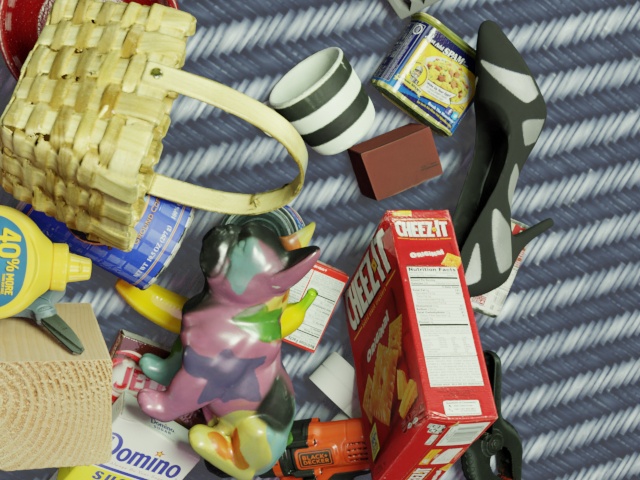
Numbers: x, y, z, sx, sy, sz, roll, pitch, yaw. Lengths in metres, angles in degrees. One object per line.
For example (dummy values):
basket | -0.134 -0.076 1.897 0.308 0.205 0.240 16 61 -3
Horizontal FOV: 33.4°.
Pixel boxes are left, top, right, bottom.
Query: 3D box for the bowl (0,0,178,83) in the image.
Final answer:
bowl | -0.210 -0.192 0.967 0.162 0.055 0.162 -3 100 -16

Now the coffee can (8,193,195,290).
coffee can | -0.199 -0.032 0.972 0.140 0.103 0.103 31 89 -19

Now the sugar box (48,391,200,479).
sugar box | -0.204 0.237 1.023 0.093 0.048 0.176 35 107 -20

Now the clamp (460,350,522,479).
clamp | 0.180 0.204 1.153 0.120 0.039 0.171 -45 123 -13

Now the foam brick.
foam brick | 0.074 -0.080 1.074 0.078 0.051 0.053 -22 106 -12

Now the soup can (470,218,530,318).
soup can | 0.172 0.022 1.111 0.068 0.069 0.102 21 93 -19

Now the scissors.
scissors | -0.257 0.066 0.920 0.096 0.202 0.016 -11 110 -12

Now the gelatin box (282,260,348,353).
gelatin box | -0.024 0.060 1.079 0.073 0.030 0.089 23 95 -19

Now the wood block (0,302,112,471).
wood block | -0.237 0.120 0.932 0.090 0.206 0.090 -1 99 -17

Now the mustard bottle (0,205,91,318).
mustard bottle | -0.289 0.017 0.889 0.191 0.058 0.096 5 88 -18

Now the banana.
banana | -0.100 0.069 1.035 0.198 0.037 0.070 3 109 5

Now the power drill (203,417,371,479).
power drill | -0.014 0.271 1.087 0.184 0.057 0.187 -9 110 11

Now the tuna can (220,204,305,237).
tuna can | -0.057 0.001 1.037 0.086 0.033 0.086 0 89 12

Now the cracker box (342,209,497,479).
cracker box | 0.083 0.102 0.997 0.072 0.164 0.214 1 57 -17

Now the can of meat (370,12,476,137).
can of meat | 0.112 -0.164 1.068 0.102 0.057 0.084 34 90 -19

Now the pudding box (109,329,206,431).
pudding box | -0.162 0.149 1.048 0.113 0.039 0.090 22 92 -19
